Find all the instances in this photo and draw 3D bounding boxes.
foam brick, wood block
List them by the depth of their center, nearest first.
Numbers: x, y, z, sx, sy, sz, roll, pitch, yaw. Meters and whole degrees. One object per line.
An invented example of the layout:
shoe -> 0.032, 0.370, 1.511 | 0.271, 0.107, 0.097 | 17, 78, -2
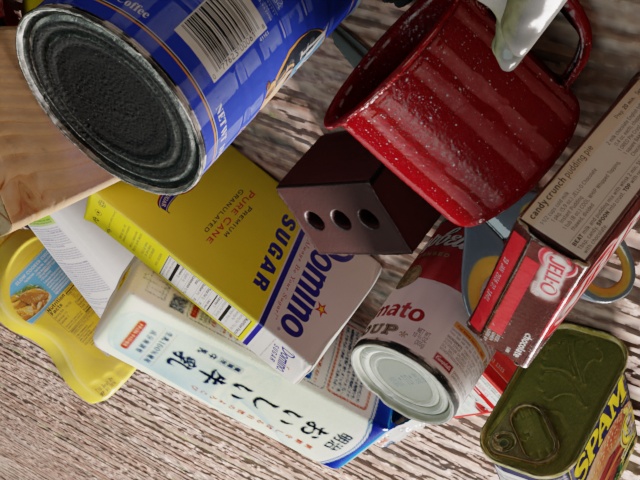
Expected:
wood block -> -0.167, -0.053, 0.540 | 0.090, 0.206, 0.091 | -17, 99, 12
foam brick -> 0.025, -0.028, 0.603 | 0.078, 0.051, 0.053 | -1, 131, 48

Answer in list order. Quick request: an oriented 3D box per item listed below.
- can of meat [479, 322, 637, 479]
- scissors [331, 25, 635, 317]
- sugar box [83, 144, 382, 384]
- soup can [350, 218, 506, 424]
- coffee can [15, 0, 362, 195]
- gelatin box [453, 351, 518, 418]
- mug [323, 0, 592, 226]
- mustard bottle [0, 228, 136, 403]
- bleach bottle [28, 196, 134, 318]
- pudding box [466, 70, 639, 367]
can of meat -> 0.143, 0.114, 0.621 | 0.058, 0.102, 0.084 | 14, 144, 35
scissors -> 0.066, -0.018, 0.555 | 0.202, 0.096, 0.016 | 33, -170, 5
sugar box -> -0.054, 0.001, 0.686 | 0.176, 0.093, 0.048 | 37, 148, 2
soup can -> 0.071, 0.044, 0.600 | 0.068, 0.102, 0.068 | 28, 149, 18
coffee can -> -0.055, -0.105, 0.496 | 0.103, 0.140, 0.103 | 27, 148, 18
gelatin box -> 0.087, 0.081, 0.705 | 0.073, 0.030, 0.089 | 47, 149, -12
mug -> 0.070, -0.068, 0.480 | 0.081, 0.093, 0.117 | 41, 114, -13
mustard bottle -> -0.235, 0.047, 0.938 | 0.191, 0.096, 0.058 | 46, 150, -13
bleach bottle -> -0.193, -0.024, 0.833 | 0.103, 0.068, 0.250 | -7, 125, 52
pudding box -> 0.116, -0.009, 0.469 | 0.039, 0.113, 0.090 | 34, 150, 13
